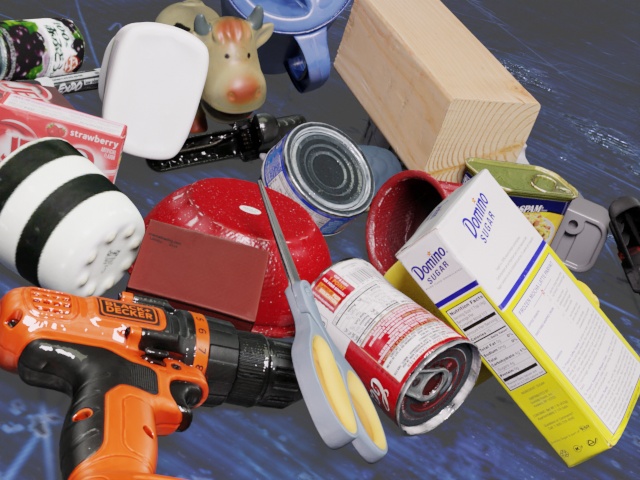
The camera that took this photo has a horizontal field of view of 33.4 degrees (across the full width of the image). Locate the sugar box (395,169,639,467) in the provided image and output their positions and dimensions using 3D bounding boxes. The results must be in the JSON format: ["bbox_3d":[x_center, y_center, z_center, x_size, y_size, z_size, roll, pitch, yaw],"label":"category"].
[{"bbox_3d":[0.132,0.048,0.684,0.176,0.048,0.093,49,39,-2],"label":"sugar box"}]

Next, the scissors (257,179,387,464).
[{"bbox_3d":[-0.001,0.051,0.636,0.096,0.016,0.202,52,14,-36],"label":"scissors"}]

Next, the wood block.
[{"bbox_3d":[0.098,-0.140,0.968,0.090,0.090,0.206,1,37,-26],"label":"wood block"}]

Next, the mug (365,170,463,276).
[{"bbox_3d":[0.088,-0.009,0.838,0.081,0.093,0.117,4,17,-41],"label":"mug"}]

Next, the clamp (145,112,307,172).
[{"bbox_3d":[-0.069,-0.084,0.909,0.120,0.039,0.171,-7,2,17],"label":"clamp"}]

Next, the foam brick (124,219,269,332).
[{"bbox_3d":[-0.076,0.030,0.645,0.078,0.051,0.053,16,54,-5],"label":"foam brick"}]

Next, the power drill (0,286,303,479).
[{"bbox_3d":[-0.070,0.096,0.532,0.184,0.057,0.188,12,23,-23],"label":"power drill"}]

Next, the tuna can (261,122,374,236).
[{"bbox_3d":[-0.001,-0.048,0.825,0.086,0.034,0.086,18,54,-27],"label":"tuna can"}]

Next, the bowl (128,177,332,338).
[{"bbox_3d":[-0.055,0.001,0.744,0.162,0.055,0.162,16,25,-8],"label":"bowl"}]

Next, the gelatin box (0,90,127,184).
[{"bbox_3d":[-0.186,-0.055,0.740,0.089,0.073,0.030,15,24,-10],"label":"gelatin box"}]

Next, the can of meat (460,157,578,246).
[{"bbox_3d":[0.156,-0.018,0.906,0.101,0.084,0.057,4,28,-31],"label":"can of meat"}]

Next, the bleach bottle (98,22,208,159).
[{"bbox_3d":[-0.150,-0.141,0.887,0.068,0.103,0.251,14,13,-18],"label":"bleach bottle"}]

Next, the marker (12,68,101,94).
[{"bbox_3d":[-0.231,-0.139,0.952,0.020,0.020,0.120,29,26,20],"label":"marker"}]

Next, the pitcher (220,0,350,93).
[{"bbox_3d":[-0.040,-0.237,1.095,0.145,0.149,0.243,26,-6,-4],"label":"pitcher"}]

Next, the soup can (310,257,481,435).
[{"bbox_3d":[0.040,0.063,0.667,0.068,0.068,0.102,-5,33,-43],"label":"soup can"}]
